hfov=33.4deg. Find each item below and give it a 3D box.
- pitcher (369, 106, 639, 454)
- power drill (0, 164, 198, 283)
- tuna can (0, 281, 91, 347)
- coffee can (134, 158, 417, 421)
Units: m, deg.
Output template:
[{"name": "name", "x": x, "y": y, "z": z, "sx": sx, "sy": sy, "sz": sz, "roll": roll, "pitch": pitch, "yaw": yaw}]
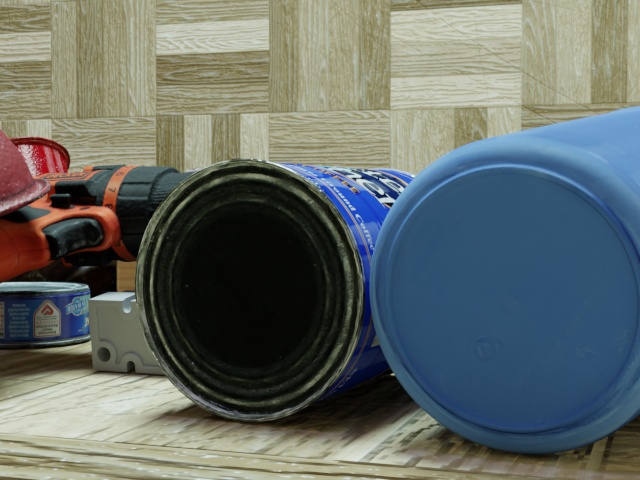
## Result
[{"name": "pitcher", "x": 0.125, "y": 0.013, "z": 0.448, "sx": 0.149, "sy": 0.145, "sz": 0.242, "roll": -11, "pitch": 1, "yaw": 29}, {"name": "power drill", "x": -0.139, "y": 0.007, "z": 0.529, "sx": 0.185, "sy": 0.057, "sz": 0.187, "roll": -3, "pitch": 15, "yaw": 26}, {"name": "tuna can", "x": -0.186, "y": 0.045, "z": 0.664, "sx": 0.086, "sy": 0.034, "sz": 0.086, "roll": 0, "pitch": 2, "yaw": 0}, {"name": "coffee can", "x": 0.000, "y": 0.017, "z": 0.473, "sx": 0.103, "sy": 0.103, "sz": 0.140, "roll": 1, "pitch": 2, "yaw": 26}]
